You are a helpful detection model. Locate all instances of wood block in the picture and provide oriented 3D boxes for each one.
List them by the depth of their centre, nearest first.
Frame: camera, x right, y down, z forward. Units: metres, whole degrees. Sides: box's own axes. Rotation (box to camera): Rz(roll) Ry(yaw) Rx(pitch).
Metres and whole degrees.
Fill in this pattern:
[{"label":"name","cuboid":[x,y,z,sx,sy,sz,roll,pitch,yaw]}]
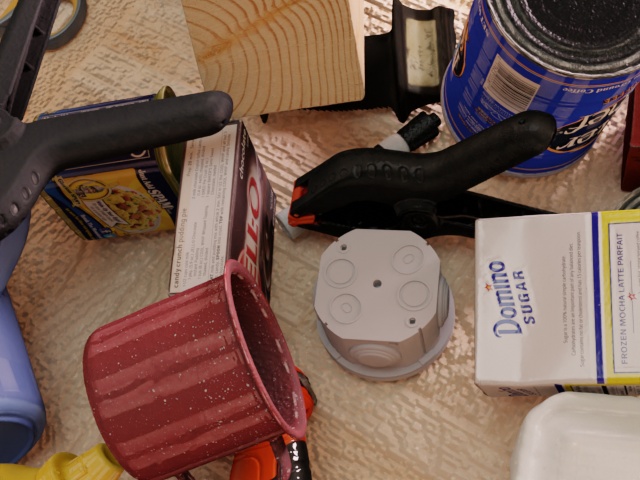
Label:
[{"label":"wood block","cuboid":[-0.023,-0.172,0.659,0.091,0.090,0.206,-7,38,8]}]

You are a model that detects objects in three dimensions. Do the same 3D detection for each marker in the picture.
[{"label":"marker","cuboid":[0.026,-0.042,0.664,0.121,0.020,0.020,-36,62,-9]}]

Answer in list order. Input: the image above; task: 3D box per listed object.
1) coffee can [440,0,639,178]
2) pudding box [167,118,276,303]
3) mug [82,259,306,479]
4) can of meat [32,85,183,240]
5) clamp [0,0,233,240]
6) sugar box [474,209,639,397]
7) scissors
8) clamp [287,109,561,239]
[{"label":"coffee can","cuboid":[0.128,-0.106,0.597,0.103,0.140,0.103,1,73,-2]},{"label":"pudding box","cuboid":[-0.054,0.001,0.617,0.039,0.090,0.113,-5,62,9]},{"label":"mug","cuboid":[-0.057,0.078,0.521,0.081,0.093,0.117,-23,97,7]},{"label":"can of meat","cuboid":[-0.118,-0.042,0.647,0.084,0.102,0.057,-8,62,9]},{"label":"clamp","cuboid":[-0.175,-0.063,0.583,0.209,0.036,0.165,-36,61,-15]},{"label":"sugar box","cuboid":[0.169,0.032,0.547,0.176,0.048,0.093,-3,71,21]},{"label":"scissors","cuboid":[-0.177,-0.215,0.796,0.096,0.016,0.201,35,74,23]},{"label":"clamp","cuboid":[0.061,-0.031,0.597,0.171,0.120,0.039,0,53,12]}]
